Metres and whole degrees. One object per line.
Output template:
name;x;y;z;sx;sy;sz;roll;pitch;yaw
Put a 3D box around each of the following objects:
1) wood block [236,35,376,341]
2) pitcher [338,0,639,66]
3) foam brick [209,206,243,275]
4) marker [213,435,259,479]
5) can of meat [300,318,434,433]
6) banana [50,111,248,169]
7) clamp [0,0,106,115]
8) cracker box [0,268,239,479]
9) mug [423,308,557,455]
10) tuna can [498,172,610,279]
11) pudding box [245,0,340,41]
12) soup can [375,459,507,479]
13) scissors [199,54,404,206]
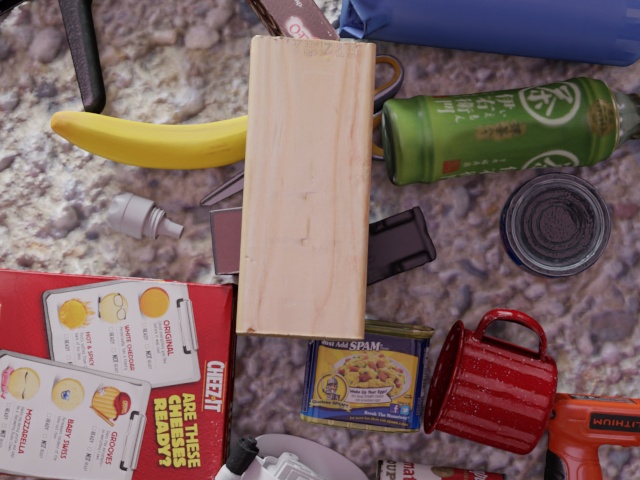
wood block;-0.012;-0.033;0.771;0.090;0.091;0.206;3;84;-3
pitcher;0.138;-0.215;0.835;0.243;0.145;0.149;9;100;0
foam brick;-0.056;0.001;0.854;0.053;0.078;0.051;-6;87;5
marker;-0.082;0.199;0.810;0.020;0.020;0.121;32;101;4
can of meat;0.036;0.106;0.854;0.102;0.057;0.084;6;90;4
banana;-0.116;-0.087;0.870;0.198;0.069;0.037;-5;43;7
clamp;-0.232;-0.221;0.895;0.164;0.036;0.210;16;86;4
cracker box;-0.177;0.109;0.859;0.213;0.072;0.164;4;89;2
mug;0.136;0.107;0.828;0.081;0.093;0.117;17;109;-1
tuna can;0.189;-0.012;0.861;0.086;0.033;0.086;0;87;3
pudding box;-0.028;-0.183;0.854;0.039;0.090;0.113;-34;85;-2
soup can;0.092;0.211;0.839;0.102;0.068;0.068;6;88;4
scissors;0.003;-0.068;0.884;0.202;0.016;0.096;-45;86;1
